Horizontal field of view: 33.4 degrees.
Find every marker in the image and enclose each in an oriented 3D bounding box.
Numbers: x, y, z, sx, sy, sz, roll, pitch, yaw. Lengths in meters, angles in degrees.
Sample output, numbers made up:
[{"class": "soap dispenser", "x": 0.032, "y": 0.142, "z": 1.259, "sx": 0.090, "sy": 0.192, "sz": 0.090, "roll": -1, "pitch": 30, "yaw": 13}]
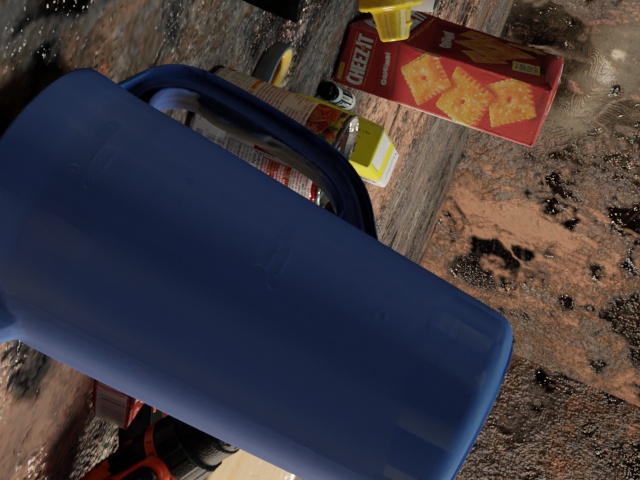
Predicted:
[{"class": "marker", "x": 0.017, "y": -0.149, "z": 1.099, "sx": 0.121, "sy": 0.020, "sz": 0.020, "roll": -13, "pitch": 125, "yaw": -79}]

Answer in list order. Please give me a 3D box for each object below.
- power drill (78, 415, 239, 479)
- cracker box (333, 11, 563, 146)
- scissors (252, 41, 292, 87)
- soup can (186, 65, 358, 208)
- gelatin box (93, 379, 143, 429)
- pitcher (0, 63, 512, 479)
[{"class": "power drill", "x": -0.131, "y": 0.170, "z": 0.680, "sx": 0.185, "sy": 0.057, "sz": 0.187, "roll": -37, "pitch": 178, "yaw": 22}, {"class": "cracker box", "x": 0.141, "y": -0.181, "z": 1.121, "sx": 0.164, "sy": 0.214, "sz": 0.072, "roll": -49, "pitch": 158, "yaw": -63}, {"class": "scissors", "x": -0.061, "y": -0.091, "z": 0.802, "sx": 0.201, "sy": 0.016, "sz": 0.096, "roll": -50, "pitch": 158, "yaw": -62}, {"class": "soup can", "x": -0.033, "y": -0.071, "z": 0.731, "sx": 0.068, "sy": 0.102, "sz": 0.068, "roll": 23, "pitch": 89, "yaw": -81}, {"class": "gelatin box", "x": -0.130, "y": 0.079, "z": 0.762, "sx": 0.073, "sy": 0.030, "sz": 0.089, "roll": -58, "pitch": 167, "yaw": -47}, {"class": "pitcher", "x": -0.034, "y": 0.022, "z": 0.506, "sx": 0.149, "sy": 0.243, "sz": 0.145, "roll": -63, "pitch": 175, "yaw": 13}]
